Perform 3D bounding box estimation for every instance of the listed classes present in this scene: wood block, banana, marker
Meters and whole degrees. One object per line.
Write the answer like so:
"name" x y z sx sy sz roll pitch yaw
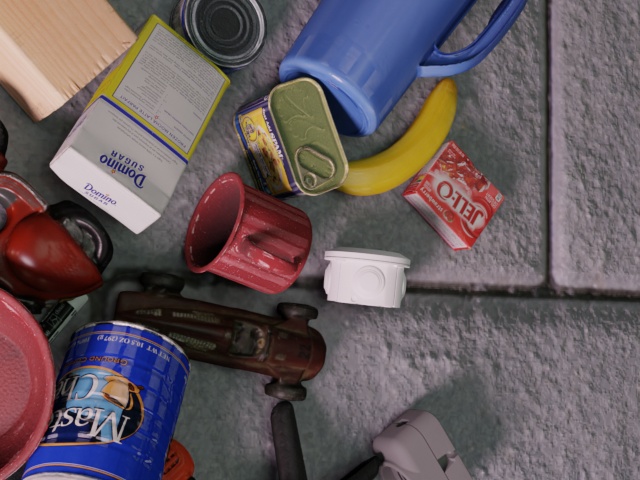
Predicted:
"wood block" -0.255 -0.206 0.850 0.090 0.090 0.206 -46 107 -24
"banana" 0.076 -0.094 1.054 0.197 0.037 0.069 -32 101 -28
"marker" -0.235 0.088 0.872 0.020 0.020 0.121 44 67 -18

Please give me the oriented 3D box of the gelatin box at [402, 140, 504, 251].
"gelatin box" 0.137 -0.045 1.086 0.089 0.030 0.073 45 66 -18

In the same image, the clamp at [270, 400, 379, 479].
"clamp" -0.019 0.228 0.945 0.120 0.039 0.171 37 46 -8

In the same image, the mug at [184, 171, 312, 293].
"mug" -0.056 0.001 0.929 0.081 0.117 0.093 24 96 -30

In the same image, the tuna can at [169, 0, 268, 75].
"tuna can" -0.091 -0.194 0.972 0.086 0.034 0.086 3 83 -29

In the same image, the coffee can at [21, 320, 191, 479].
"coffee can" -0.165 0.148 0.829 0.102 0.103 0.140 31 47 -23

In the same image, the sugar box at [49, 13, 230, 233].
"sugar box" -0.147 -0.100 0.894 0.093 0.048 0.176 39 50 -19

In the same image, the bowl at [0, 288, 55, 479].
"bowl" -0.271 0.109 0.806 0.162 0.055 0.162 0 84 4

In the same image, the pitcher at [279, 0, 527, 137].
"pitcher" 0.076 -0.214 1.010 0.145 0.149 0.242 45 69 -30

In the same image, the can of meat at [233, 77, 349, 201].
"can of meat" -0.029 -0.087 0.967 0.057 0.084 0.102 -23 96 -29
